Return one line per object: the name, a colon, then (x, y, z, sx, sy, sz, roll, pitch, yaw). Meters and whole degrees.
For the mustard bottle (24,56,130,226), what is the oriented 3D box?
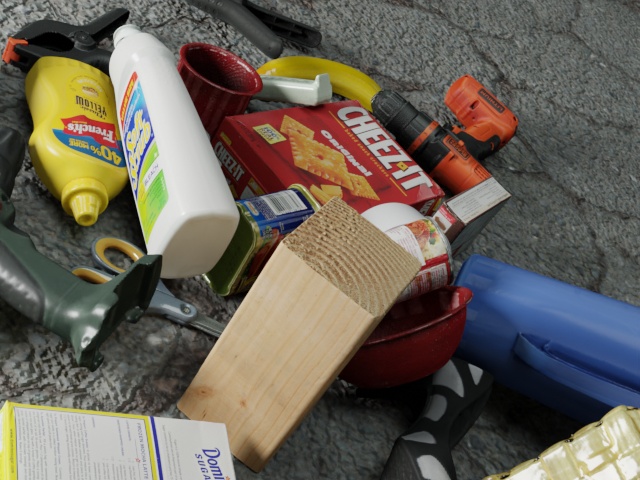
mustard bottle: (-0.225, -0.088, 0.999, 0.096, 0.058, 0.191, 23, 37, -36)

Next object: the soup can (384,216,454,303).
soup can: (0.064, 0.025, 0.988, 0.102, 0.068, 0.068, -19, 56, -11)

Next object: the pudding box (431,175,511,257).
pudding box: (0.150, -0.017, 1.172, 0.039, 0.090, 0.113, 44, 38, 13)

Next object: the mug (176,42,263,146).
mug: (-0.124, -0.156, 1.126, 0.093, 0.082, 0.117, 1, 41, -40)

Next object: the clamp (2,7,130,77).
clamp: (-0.244, -0.194, 1.122, 0.171, 0.039, 0.120, -21, 58, -41)

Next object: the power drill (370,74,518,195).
power drill: (0.163, -0.143, 1.343, 0.184, 0.057, 0.187, 45, 40, 1)

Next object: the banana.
banana: (0.005, -0.194, 1.306, 0.197, 0.037, 0.069, 13, 41, -25)

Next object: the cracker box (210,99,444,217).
cracker box: (0.008, -0.068, 1.138, 0.213, 0.072, 0.164, -16, 58, -46)

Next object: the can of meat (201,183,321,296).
can of meat: (-0.056, 0.001, 0.991, 0.083, 0.102, 0.057, -14, 57, -42)

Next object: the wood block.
wood block: (-0.020, 0.078, 0.843, 0.090, 0.206, 0.090, 39, 37, 6)

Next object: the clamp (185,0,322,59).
clamp: (-0.101, -0.285, 1.318, 0.210, 0.036, 0.164, 33, 21, 14)

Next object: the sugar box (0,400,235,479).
sugar box: (-0.148, 0.173, 0.778, 0.176, 0.048, 0.093, 14, 41, -30)

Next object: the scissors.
scissors: (-0.128, 0.049, 0.954, 0.201, 0.016, 0.096, 17, 40, -22)

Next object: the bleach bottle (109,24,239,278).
bleach bottle: (-0.149, -0.095, 0.982, 0.067, 0.103, 0.251, -2, 54, -33)

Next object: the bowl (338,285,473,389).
bowl: (0.067, 0.093, 0.970, 0.161, 0.162, 0.055, -26, 102, -49)

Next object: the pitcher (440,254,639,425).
pitcher: (0.236, 0.105, 1.029, 0.243, 0.149, 0.145, 21, 59, 11)
